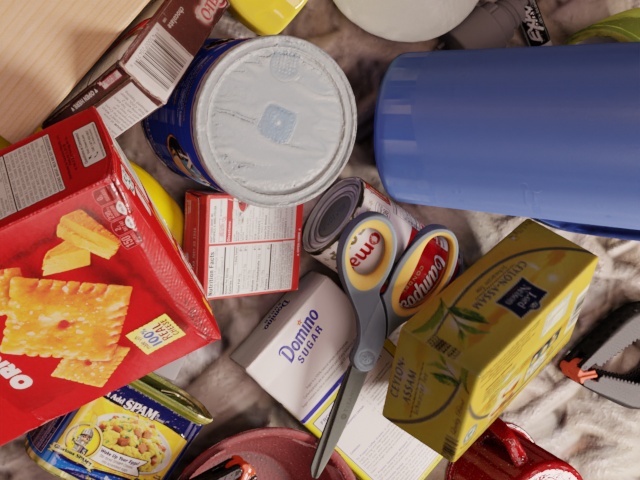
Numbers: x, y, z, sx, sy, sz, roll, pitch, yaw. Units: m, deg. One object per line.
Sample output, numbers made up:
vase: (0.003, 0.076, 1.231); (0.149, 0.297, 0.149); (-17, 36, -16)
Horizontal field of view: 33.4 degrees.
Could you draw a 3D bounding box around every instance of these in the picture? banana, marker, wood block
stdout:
banana: (-0.170, -0.040, 0.709); (0.197, 0.037, 0.070); (14, 123, -21)
marker: (0.164, -0.170, 0.831); (0.020, 0.020, 0.121); (-32, 110, -15)
wood block: (-0.146, -0.168, 0.630); (0.090, 0.090, 0.206); (39, 103, -23)

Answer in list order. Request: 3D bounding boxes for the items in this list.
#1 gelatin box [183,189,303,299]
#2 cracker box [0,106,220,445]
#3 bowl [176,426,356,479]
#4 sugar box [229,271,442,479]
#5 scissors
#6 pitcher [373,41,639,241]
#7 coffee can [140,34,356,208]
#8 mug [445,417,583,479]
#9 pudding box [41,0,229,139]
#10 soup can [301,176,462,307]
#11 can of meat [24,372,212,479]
gelatin box: (-0.055, 0.001, 0.752); (0.089, 0.030, 0.073); (-4, 101, -41)
cracker box: (-0.188, 0.040, 0.634); (0.213, 0.072, 0.164); (-26, 137, -3)
bowl: (-0.052, 0.207, 0.788); (0.161, 0.055, 0.162); (-4, 101, -22)
sugar box: (0.024, 0.114, 0.810); (0.093, 0.048, 0.176); (-47, 109, -10)
scissors: (0.020, 0.065, 0.748); (0.096, 0.016, 0.202); (36, 92, -21)
pitcher: (0.168, -0.067, 0.740); (0.243, 0.144, 0.149); (4, 101, 20)
coffee can: (-0.051, -0.080, 0.691); (0.102, 0.140, 0.103); (-4, 101, -22)
mug: (0.157, 0.193, 0.857); (0.093, 0.082, 0.117); (-24, 108, -17)
pudding box: (-0.114, -0.109, 0.662); (0.039, 0.090, 0.113); (45, 43, -19)
soup can: (0.046, 0.007, 0.787); (0.102, 0.069, 0.068); (34, 85, -23)
can of meat: (-0.140, 0.130, 0.738); (0.102, 0.057, 0.084); (34, 88, -23)
